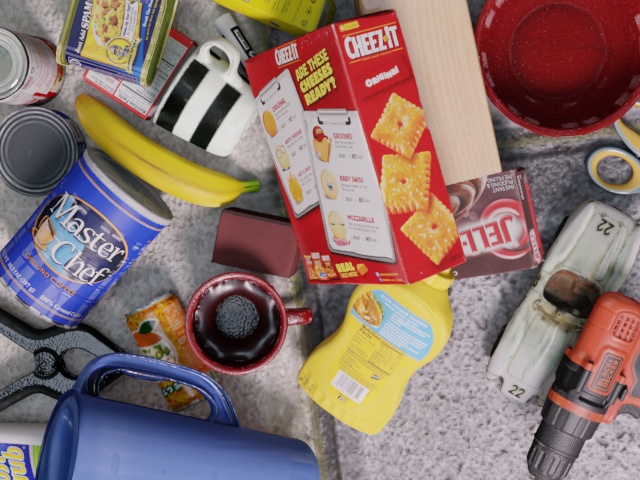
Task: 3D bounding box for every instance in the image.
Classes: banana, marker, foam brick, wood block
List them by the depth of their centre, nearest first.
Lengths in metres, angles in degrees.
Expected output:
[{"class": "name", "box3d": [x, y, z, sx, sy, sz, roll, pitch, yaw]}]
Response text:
[{"class": "wood block", "box3d": [0.089, -0.155, 0.944, 0.091, 0.090, 0.206, -14, 102, 2]}, {"class": "banana", "box3d": [-0.156, -0.078, 1.004, 0.198, 0.069, 0.037, 29, 109, 2]}, {"class": "foam brick", "box3d": [-0.057, 0.001, 1.008, 0.078, 0.053, 0.051, 12, 96, 5]}, {"class": "marker", "box3d": [-0.061, -0.160, 1.011, 0.020, 0.020, 0.121, -32, 91, 7]}]

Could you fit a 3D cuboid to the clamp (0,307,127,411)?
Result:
[{"class": "clamp", "box3d": [-0.272, 0.109, 1.045, 0.171, 0.039, 0.120, -7, 99, 0]}]

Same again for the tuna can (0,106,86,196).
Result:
[{"class": "tuna can", "box3d": [-0.271, -0.086, 1.030, 0.086, 0.033, 0.086, 0, 95, 5]}]

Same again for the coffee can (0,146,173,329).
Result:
[{"class": "coffee can", "box3d": [-0.222, -0.002, 0.998, 0.103, 0.102, 0.140, 42, 97, 1]}]

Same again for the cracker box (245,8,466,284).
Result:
[{"class": "cracker box", "box3d": [0.027, -0.072, 0.908, 0.072, 0.164, 0.214, -20, 98, -29]}]

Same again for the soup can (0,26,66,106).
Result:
[{"class": "soup can", "box3d": [-0.285, -0.160, 0.990, 0.068, 0.102, 0.068, 0, 95, 5]}]

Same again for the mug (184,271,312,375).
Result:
[{"class": "mug", "box3d": [-0.066, 0.073, 0.997, 0.117, 0.081, 0.093, -7, 91, -3]}]

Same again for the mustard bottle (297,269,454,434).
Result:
[{"class": "mustard bottle", "box3d": [0.065, 0.081, 0.978, 0.096, 0.058, 0.192, 36, 112, 7]}]

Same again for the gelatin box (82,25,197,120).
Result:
[{"class": "gelatin box", "box3d": [-0.172, -0.170, 1.015, 0.073, 0.030, 0.089, 33, 96, 1]}]

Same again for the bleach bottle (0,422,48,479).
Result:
[{"class": "bleach bottle", "box3d": [-0.306, 0.230, 1.047, 0.251, 0.068, 0.102, 0, 91, 7]}]

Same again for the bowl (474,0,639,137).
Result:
[{"class": "bowl", "box3d": [0.218, -0.174, 0.965, 0.162, 0.055, 0.162, 0, 95, 5]}]

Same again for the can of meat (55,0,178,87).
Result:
[{"class": "can of meat", "box3d": [-0.183, -0.197, 0.970, 0.084, 0.057, 0.102, 17, 95, 0]}]

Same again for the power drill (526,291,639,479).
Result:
[{"class": "power drill", "box3d": [0.293, 0.157, 0.960, 0.187, 0.057, 0.184, 21, 99, -16]}]

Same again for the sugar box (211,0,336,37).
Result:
[{"class": "sugar box", "box3d": [-0.076, -0.232, 0.969, 0.176, 0.093, 0.048, 21, 95, 4]}]

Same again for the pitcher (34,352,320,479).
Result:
[{"class": "pitcher", "box3d": [-0.125, 0.207, 0.959, 0.242, 0.145, 0.149, 13, 124, -25]}]

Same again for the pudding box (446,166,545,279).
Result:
[{"class": "pudding box", "box3d": [0.140, -0.013, 0.975, 0.114, 0.039, 0.090, -11, 94, 33]}]
